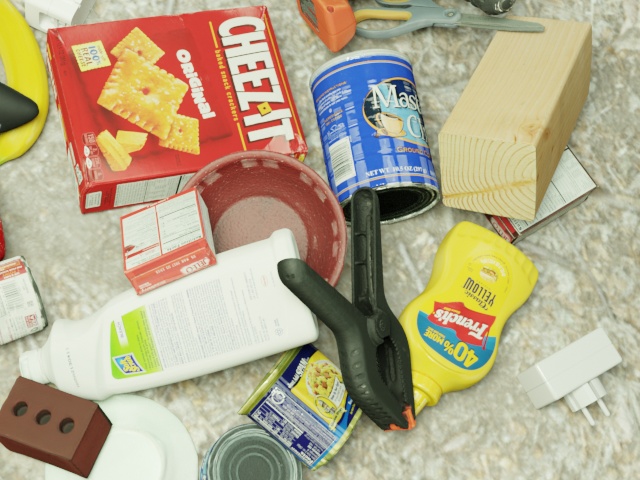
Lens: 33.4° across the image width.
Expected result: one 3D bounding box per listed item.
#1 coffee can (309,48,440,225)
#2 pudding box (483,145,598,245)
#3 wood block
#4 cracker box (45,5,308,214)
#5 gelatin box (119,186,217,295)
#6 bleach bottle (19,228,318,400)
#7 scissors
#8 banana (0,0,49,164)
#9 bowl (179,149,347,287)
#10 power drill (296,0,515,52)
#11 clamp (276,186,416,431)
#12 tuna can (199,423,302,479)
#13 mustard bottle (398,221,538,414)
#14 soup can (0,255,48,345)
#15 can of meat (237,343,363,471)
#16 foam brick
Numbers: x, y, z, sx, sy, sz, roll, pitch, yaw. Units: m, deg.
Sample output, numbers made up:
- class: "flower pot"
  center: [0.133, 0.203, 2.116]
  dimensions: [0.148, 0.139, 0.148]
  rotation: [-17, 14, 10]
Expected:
- class: "coffee can"
  center: [0.051, -0.097, 1.019]
  dimensions: [0.102, 0.103, 0.140]
  rotation: [-5, 71, -15]
- class: "pudding box"
  center: [0.210, -0.059, 1.078]
  dimensions: [0.113, 0.039, 0.090]
  rotation: [-29, 78, -19]
- class: "wood block"
  center: [0.192, -0.123, 1.027]
  dimensions: [0.091, 0.090, 0.205]
  rotation: [11, 46, 22]
- class: "cracker box"
  center: [-0.136, -0.127, 1.003]
  dimensions: [0.213, 0.072, 0.164]
  rotation: [-11, 73, -18]
- class: "gelatin box"
  center: [-0.129, 0.000, 0.900]
  dimensions: [0.073, 0.030, 0.089]
  rotation: [-23, 36, 2]
- class: "bleach bottle"
  center: [-0.133, 0.070, 0.906]
  dimensions: [0.251, 0.068, 0.102]
  rotation: [-15, 89, 2]
- class: "scissors"
  center: [0.129, -0.240, 1.092]
  dimensions: [0.202, 0.016, 0.096]
  rotation: [-1, 51, 17]
- class: "banana"
  center: [-0.291, -0.158, 0.997]
  dimensions: [0.069, 0.037, 0.198]
  rotation: [-4, 71, -15]
- class: "bowl"
  center: [-0.056, 0.001, 0.967]
  dimensions: [0.162, 0.055, 0.162]
  rotation: [0, 86, 1]
- class: "power drill"
  center: [0.079, -0.252, 1.065]
  dimensions: [0.187, 0.057, 0.185]
  rotation: [-22, 43, -12]
- class: "clamp"
  center: [0.031, 0.073, 0.901]
  dimensions: [0.164, 0.036, 0.210]
  rotation: [-32, 109, -56]
- class: "tuna can"
  center: [-0.059, 0.201, 0.915]
  dimensions: [0.086, 0.034, 0.086]
  rotation: [6, 66, -14]
- class: "mustard bottle"
  center: [0.123, 0.081, 0.994]
  dimensions: [0.096, 0.058, 0.191]
  rotation: [35, 66, -5]
- class: "soup can"
  center: [-0.289, 0.059, 0.899]
  dimensions: [0.102, 0.069, 0.068]
  rotation: [-19, 75, -20]
- class: "can of meat"
  center: [-0.011, 0.140, 0.923]
  dimensions: [0.084, 0.058, 0.102]
  rotation: [40, 28, 1]
- class: "foam brick"
  center: [-0.220, 0.153, 0.876]
  dimensions: [0.078, 0.051, 0.053]
  rotation: [15, 64, 15]
